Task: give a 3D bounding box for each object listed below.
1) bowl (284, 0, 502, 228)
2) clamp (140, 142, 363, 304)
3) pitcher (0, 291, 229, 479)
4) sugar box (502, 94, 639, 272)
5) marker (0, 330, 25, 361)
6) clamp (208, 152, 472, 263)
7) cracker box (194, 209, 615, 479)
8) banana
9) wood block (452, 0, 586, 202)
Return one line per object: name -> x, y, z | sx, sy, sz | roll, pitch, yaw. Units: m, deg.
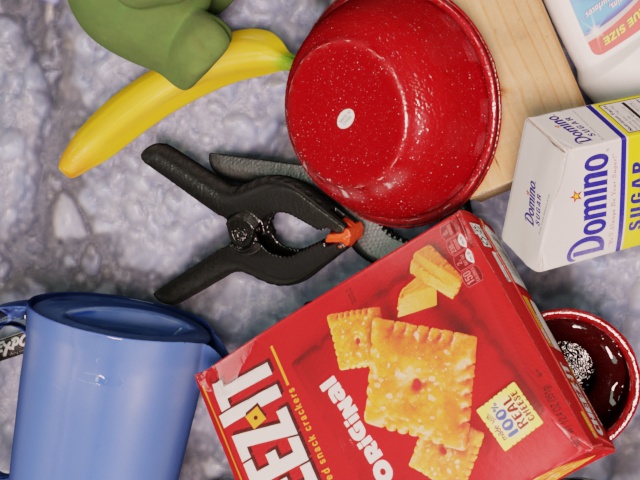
bowl -> 0.031, -0.082, 0.675 | 0.162, 0.055, 0.162 | 11, 109, 36
clamp -> -0.055, 0.001, 0.763 | 0.172, 0.039, 0.120 | 13, 115, 23
pitcher -> -0.171, 0.161, 0.764 | 0.149, 0.144, 0.243 | 18, 99, 45
sugar box -> 0.202, -0.044, 0.654 | 0.176, 0.093, 0.048 | -16, 43, -21
marker -> -0.238, 0.082, 0.830 | 0.121, 0.020, 0.020 | -18, 87, 12
clamp -> 0.042, -0.056, 0.757 | 0.210, 0.036, 0.165 | 40, 100, 12
cracker box -> 0.045, 0.105, 0.662 | 0.214, 0.072, 0.164 | -33, 66, 17
banana -> -0.104, -0.108, 0.775 | 0.198, 0.069, 0.037 | -24, 123, 10
wood block -> 0.105, -0.138, 0.714 | 0.090, 0.090, 0.206 | -23, 86, 11
